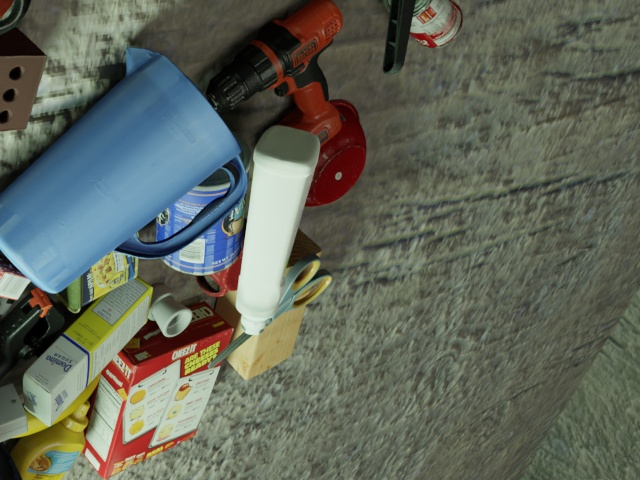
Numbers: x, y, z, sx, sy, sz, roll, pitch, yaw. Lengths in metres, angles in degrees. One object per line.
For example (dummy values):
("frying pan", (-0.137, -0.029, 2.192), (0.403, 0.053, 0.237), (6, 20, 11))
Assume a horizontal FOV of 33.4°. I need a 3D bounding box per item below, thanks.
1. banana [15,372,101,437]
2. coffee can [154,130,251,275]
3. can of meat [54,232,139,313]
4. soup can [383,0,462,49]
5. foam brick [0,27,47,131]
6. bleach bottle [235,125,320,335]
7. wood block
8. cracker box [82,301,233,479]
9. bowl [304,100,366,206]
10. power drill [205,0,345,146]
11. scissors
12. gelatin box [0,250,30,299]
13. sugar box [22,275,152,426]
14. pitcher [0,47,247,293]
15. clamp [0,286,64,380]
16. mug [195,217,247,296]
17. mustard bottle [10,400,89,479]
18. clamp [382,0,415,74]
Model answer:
("banana", (-0.326, 0.188, 1.252), (0.197, 0.070, 0.037), (-20, 145, -42))
("coffee can", (-0.133, -0.045, 1.194), (0.102, 0.103, 0.140), (-30, 147, -32))
("can of meat", (-0.246, 0.017, 1.162), (0.083, 0.057, 0.102), (-30, 148, -35))
("soup can", (0.125, -0.283, 1.298), (0.068, 0.069, 0.102), (-52, 152, 7))
("foam brick", (-0.279, -0.138, 0.919), (0.052, 0.051, 0.078), (-13, 137, -48))
("bleach bottle", (-0.058, 0.001, 1.215), (0.102, 0.068, 0.251), (-72, 176, -62))
("wood block", (-0.077, 0.077, 1.444), (0.090, 0.091, 0.206), (-25, 144, -37))
("cracker box", (-0.220, 0.196, 1.415), (0.163, 0.072, 0.214), (-19, 140, -44))
("bowl", (0.008, -0.099, 1.380), (0.162, 0.055, 0.162), (-34, 149, -24))
("power drill", (-0.043, -0.164, 1.220), (0.184, 0.057, 0.187), (-39, 151, -18))
("scissors", (-0.064, 0.083, 1.357), (0.201, 0.016, 0.096), (-32, 147, -27))
("gelatin box", (-0.331, 0.018, 1.022), (0.030, 0.073, 0.089), (-53, 151, 7))
("sugar box", (-0.266, 0.121, 1.220), (0.176, 0.048, 0.093), (-46, 167, -34))
("pitcher", (-0.199, -0.056, 1.048), (0.243, 0.149, 0.145), (-42, 152, -5))
("clamp", (-0.334, 0.118, 1.172), (0.120, 0.039, 0.172), (-32, 156, -37))
("mug", (-0.119, 0.018, 1.318), (0.093, 0.082, 0.117), (-6, 131, -52))
("mustard bottle", (-0.351, 0.275, 1.341), (0.192, 0.058, 0.096), (-52, 151, 8))
("clamp", (0.094, -0.295, 1.199), (0.209, 0.036, 0.164), (-39, 108, -31))
